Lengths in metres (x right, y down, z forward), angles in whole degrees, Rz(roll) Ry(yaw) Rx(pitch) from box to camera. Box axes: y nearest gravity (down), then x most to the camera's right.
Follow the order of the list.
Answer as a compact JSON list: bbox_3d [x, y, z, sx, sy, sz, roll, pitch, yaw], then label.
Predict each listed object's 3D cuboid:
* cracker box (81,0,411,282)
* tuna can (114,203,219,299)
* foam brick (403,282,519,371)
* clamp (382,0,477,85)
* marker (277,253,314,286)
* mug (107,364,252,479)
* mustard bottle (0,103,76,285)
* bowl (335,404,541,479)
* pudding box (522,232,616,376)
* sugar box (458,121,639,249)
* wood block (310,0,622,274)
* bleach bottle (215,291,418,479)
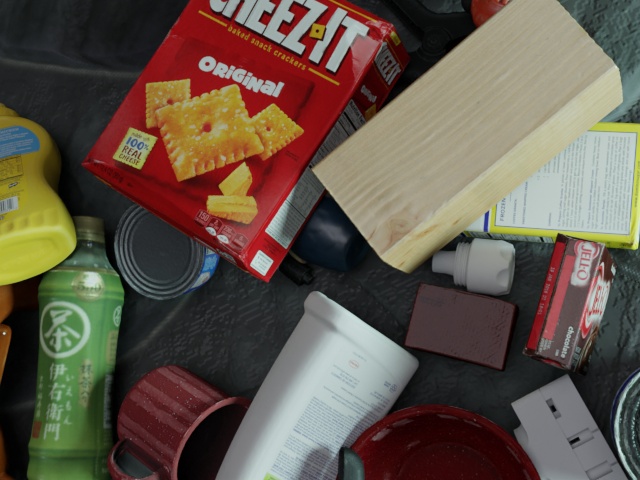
[{"bbox_3d":[-0.058,-0.101,0.830,0.164,0.072,0.213,31,86,21],"label":"cracker box"},{"bbox_3d":[-0.128,0.005,0.894,0.086,0.033,0.086,2,96,23],"label":"tuna can"},{"bbox_3d":[0.110,0.067,0.824,0.078,0.051,0.053,13,85,16],"label":"foam brick"},{"bbox_3d":[0.089,-0.164,0.869,0.171,0.039,0.120,9,83,8],"label":"clamp"},{"bbox_3d":[-0.056,0.001,0.893,0.121,0.020,0.020,34,92,17],"label":"marker"},{"bbox_3d":[-0.114,0.155,0.837,0.082,0.093,0.117,25,46,38],"label":"mug"},{"bbox_3d":[-0.269,-0.052,0.912,0.096,0.058,0.192,-22,50,0],"label":"mustard bottle"},{"bbox_3d":[0.093,0.201,0.802,0.162,0.055,0.162,0,89,17],"label":"bowl"},{"bbox_3d":[0.183,0.049,0.775,0.039,0.113,0.090,17,87,19],"label":"pudding box"},{"bbox_3d":[0.160,-0.046,0.831,0.176,0.048,0.093,5,83,19],"label":"sugar box"},{"bbox_3d":[0.109,-0.077,0.779,0.206,0.090,0.091,-40,72,8],"label":"wood block"},{"bbox_3d":[-0.032,0.169,0.816,0.102,0.068,0.251,35,87,-27],"label":"bleach bottle"}]
